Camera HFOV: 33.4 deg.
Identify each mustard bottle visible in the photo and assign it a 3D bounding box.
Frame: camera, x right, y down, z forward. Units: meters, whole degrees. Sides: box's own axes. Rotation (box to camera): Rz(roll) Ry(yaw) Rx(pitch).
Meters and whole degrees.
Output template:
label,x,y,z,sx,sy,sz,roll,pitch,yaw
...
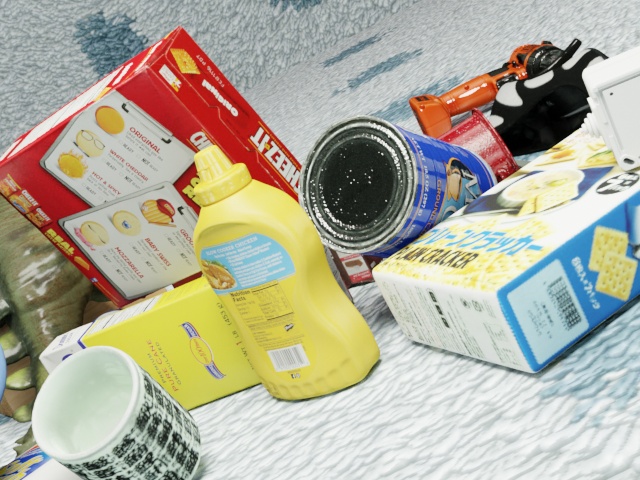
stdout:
label,x,y,z,sx,sy,sz,roll,pitch,yaw
mustard bottle,-0.038,0.020,0.763,0.096,0.191,0.058,-15,19,39

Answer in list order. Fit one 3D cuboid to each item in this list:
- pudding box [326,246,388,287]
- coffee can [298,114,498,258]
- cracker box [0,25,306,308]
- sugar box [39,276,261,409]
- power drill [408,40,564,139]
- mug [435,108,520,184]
label,x,y,z,sx,sy,sz,roll,pitch,yaw
pudding box,0.038,-0.023,0.976,0.039,0.090,0.113,-18,18,37
coffee can,0.064,-0.035,0.831,0.103,0.103,0.140,-18,-15,32
cracker box,-0.137,-0.050,0.848,0.214,0.164,0.072,-25,28,37
sugar box,-0.132,0.096,0.871,0.176,0.093,0.048,-24,15,17
power drill,0.205,-0.177,1.273,0.187,0.057,0.184,-24,11,3
mug,0.128,-0.051,0.930,0.081,0.093,0.117,-32,30,3
